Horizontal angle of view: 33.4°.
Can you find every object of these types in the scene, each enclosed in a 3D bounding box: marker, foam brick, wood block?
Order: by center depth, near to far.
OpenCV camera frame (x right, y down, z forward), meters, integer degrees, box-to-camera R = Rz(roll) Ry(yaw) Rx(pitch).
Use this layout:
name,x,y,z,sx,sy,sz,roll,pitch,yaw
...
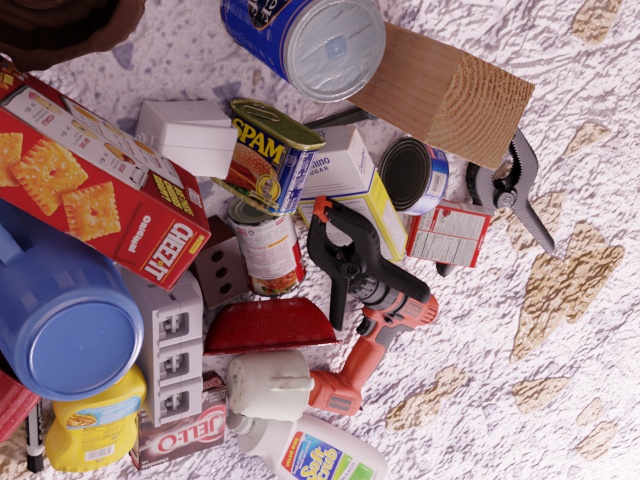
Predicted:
name,x,y,z,sx,sy,sz,roll,pitch,yaw
wood block,0.104,-0.150,1.051,0.090,0.206,0.090,17,102,-30
foam brick,-0.115,0.023,1.136,0.053,0.051,0.078,-25,129,-18
marker,-0.308,0.202,1.148,0.020,0.020,0.121,-10,123,-28

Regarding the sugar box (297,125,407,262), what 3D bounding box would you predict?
name,x,y,z,sx,sy,sz,roll,pitch,yaw
sugar box,0.023,-0.045,1.157,0.048,0.093,0.176,-71,147,-41

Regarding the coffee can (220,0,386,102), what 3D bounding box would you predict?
name,x,y,z,sx,sy,sz,roll,pitch,yaw
coffee can,-0.019,-0.202,0.995,0.102,0.140,0.103,-16,126,-24

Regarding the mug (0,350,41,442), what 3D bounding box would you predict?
name,x,y,z,sx,sy,sz,roll,pitch,yaw
mug,-0.331,0.140,1.055,0.117,0.093,0.081,37,100,-16

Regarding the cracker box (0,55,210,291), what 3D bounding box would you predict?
name,x,y,z,sx,sy,sz,roll,pitch,yaw
cracker box,-0.205,-0.059,0.907,0.213,0.164,0.072,32,102,-20

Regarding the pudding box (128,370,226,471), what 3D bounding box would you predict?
name,x,y,z,sx,sy,sz,roll,pitch,yaw
pudding box,-0.165,0.207,1.230,0.113,0.039,0.090,-12,125,-26

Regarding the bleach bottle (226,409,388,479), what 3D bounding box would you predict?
name,x,y,z,sx,sy,sz,roll,pitch,yaw
bleach bottle,-0.026,0.270,1.347,0.250,0.068,0.102,33,97,-39

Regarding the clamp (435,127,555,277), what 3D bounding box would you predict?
name,x,y,z,sx,sy,sz,roll,pitch,yaw
clamp,0.231,-0.054,1.316,0.164,0.036,0.210,-5,119,-20

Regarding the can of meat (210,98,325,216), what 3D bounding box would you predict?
name,x,y,z,sx,sy,sz,roll,pitch,yaw
can of meat,-0.056,-0.083,1.074,0.057,0.102,0.084,-15,133,-55

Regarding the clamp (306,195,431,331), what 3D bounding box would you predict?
name,x,y,z,sx,sy,sz,roll,pitch,yaw
clamp,0.046,0.023,1.153,0.120,0.039,0.171,-16,125,9

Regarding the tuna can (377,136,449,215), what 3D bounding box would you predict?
name,x,y,z,sx,sy,sz,roll,pitch,yaw
tuna can,0.103,-0.071,1.195,0.033,0.086,0.086,10,112,-39

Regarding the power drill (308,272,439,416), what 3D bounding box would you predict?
name,x,y,z,sx,sy,sz,roll,pitch,yaw
power drill,0.045,0.118,1.286,0.184,0.057,0.188,25,104,-49

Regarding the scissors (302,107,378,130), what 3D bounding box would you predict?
name,x,y,z,sx,sy,sz,roll,pitch,yaw
scissors,0.067,-0.160,1.162,0.201,0.016,0.096,-3,118,-31

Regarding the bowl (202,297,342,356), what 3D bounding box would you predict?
name,x,y,z,sx,sy,sz,roll,pitch,yaw
bowl,-0.057,0.094,1.178,0.161,0.162,0.055,-3,85,-32

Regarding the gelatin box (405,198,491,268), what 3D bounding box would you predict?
name,x,y,z,sx,sy,sz,roll,pitch,yaw
gelatin box,0.152,-0.011,1.282,0.089,0.030,0.073,10,115,-8

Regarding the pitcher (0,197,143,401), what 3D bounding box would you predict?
name,x,y,z,sx,sy,sz,roll,pitch,yaw
pitcher,-0.249,0.023,0.920,0.149,0.243,0.145,3,116,-34

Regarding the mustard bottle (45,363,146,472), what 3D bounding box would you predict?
name,x,y,z,sx,sy,sz,roll,pitch,yaw
mustard bottle,-0.231,0.169,1.110,0.096,0.058,0.192,-10,144,-27

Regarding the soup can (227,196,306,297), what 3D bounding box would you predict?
name,x,y,z,sx,sy,sz,roll,pitch,yaw
soup can,-0.058,0.001,1.149,0.068,0.069,0.102,-26,129,-17
